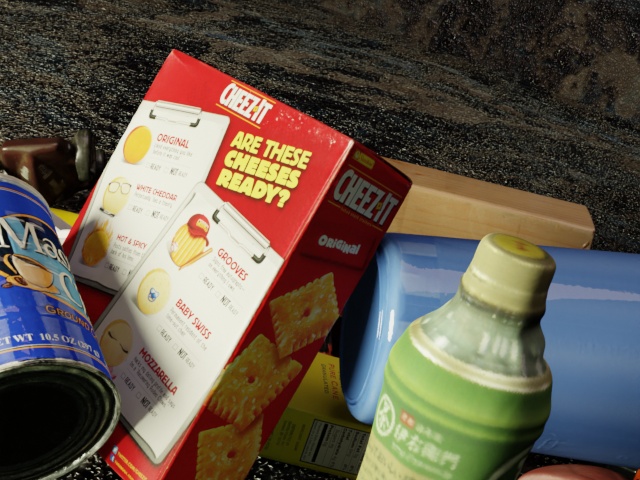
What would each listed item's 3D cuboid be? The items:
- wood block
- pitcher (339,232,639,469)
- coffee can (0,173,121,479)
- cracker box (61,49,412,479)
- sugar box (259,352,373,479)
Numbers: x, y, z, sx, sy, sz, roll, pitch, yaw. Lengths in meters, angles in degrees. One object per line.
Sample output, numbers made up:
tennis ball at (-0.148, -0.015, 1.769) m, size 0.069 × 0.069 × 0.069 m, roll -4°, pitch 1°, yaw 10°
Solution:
wood block at (0.121, -0.004, 0.924) m, size 0.206 × 0.091 × 0.090 m, roll 14°, pitch 17°, yaw 5°
pitcher at (0.136, 0.069, 0.626) m, size 0.242 × 0.149 × 0.145 m, roll 8°, pitch 15°, yaw -11°
coffee can at (-0.174, 0.046, 0.559) m, size 0.102 × 0.103 × 0.140 m, roll 3°, pitch 41°, yaw -36°
cracker box at (-0.069, 0.020, 0.608) m, size 0.164 × 0.214 × 0.072 m, roll 32°, pitch 3°, yaw 40°
sugar box at (0.013, 0.111, 0.685) m, size 0.176 × 0.048 × 0.093 m, roll 13°, pitch 19°, yaw -9°
